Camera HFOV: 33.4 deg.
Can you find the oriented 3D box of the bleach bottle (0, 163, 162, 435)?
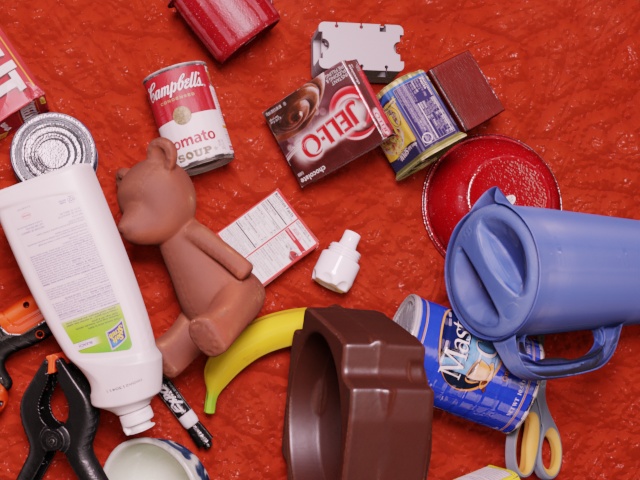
[{"bbox_3d":[-0.217,0.061,0.988,0.102,0.068,0.251,-19,93,7],"label":"bleach bottle"}]

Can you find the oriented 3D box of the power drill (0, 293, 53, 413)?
[{"bbox_3d":[-0.318,0.057,1.035,0.187,0.057,0.184,-38,95,-9],"label":"power drill"}]

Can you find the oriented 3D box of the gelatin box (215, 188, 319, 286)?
[{"bbox_3d":[-0.057,0.001,1.100,0.089,0.030,0.073,-37,89,-12],"label":"gelatin box"}]

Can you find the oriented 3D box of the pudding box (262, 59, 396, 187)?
[{"bbox_3d":[0.009,-0.120,1.092,0.114,0.039,0.090,-29,87,32],"label":"pudding box"}]

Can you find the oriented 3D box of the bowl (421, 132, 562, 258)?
[{"bbox_3d":[0.192,-0.041,1.137,0.162,0.055,0.162,1,83,-10],"label":"bowl"}]

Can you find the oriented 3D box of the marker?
[{"bbox_3d":[-0.147,0.159,1.070,0.020,0.020,0.121,-37,91,-12],"label":"marker"}]

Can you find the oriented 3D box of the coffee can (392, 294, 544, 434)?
[{"bbox_3d":[0.140,0.126,1.083,0.140,0.103,0.103,20,80,-7],"label":"coffee can"}]

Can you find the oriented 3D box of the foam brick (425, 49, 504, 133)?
[{"bbox_3d":[0.149,-0.155,1.145,0.051,0.053,0.078,-31,90,-12],"label":"foam brick"}]

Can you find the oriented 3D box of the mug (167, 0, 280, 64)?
[{"bbox_3d":[-0.090,-0.241,1.102,0.081,0.093,0.117,53,41,-6],"label":"mug"}]

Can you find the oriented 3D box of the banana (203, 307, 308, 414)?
[{"bbox_3d":[-0.040,0.106,1.090,0.197,0.037,0.069,-23,105,-11],"label":"banana"}]

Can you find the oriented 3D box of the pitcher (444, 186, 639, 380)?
[{"bbox_3d":[0.256,0.042,1.070,0.242,0.145,0.149,2,119,-33],"label":"pitcher"}]

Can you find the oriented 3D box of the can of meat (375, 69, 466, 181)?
[{"bbox_3d":[0.094,-0.119,1.105,0.057,0.102,0.084,-29,86,-21],"label":"can of meat"}]

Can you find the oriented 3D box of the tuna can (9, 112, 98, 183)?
[{"bbox_3d":[-0.267,-0.085,1.071,0.086,0.034,0.086,1,83,-10],"label":"tuna can"}]

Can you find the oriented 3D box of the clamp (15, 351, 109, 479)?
[{"bbox_3d":[-0.256,0.194,1.018,0.120,0.039,0.171,-10,87,7],"label":"clamp"}]

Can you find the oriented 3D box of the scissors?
[{"bbox_3d":[0.239,0.165,1.135,0.096,0.016,0.201,42,56,-33],"label":"scissors"}]

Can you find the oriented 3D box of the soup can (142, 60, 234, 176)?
[{"bbox_3d":[-0.133,-0.122,1.083,0.068,0.068,0.102,-17,87,-12],"label":"soup can"}]
